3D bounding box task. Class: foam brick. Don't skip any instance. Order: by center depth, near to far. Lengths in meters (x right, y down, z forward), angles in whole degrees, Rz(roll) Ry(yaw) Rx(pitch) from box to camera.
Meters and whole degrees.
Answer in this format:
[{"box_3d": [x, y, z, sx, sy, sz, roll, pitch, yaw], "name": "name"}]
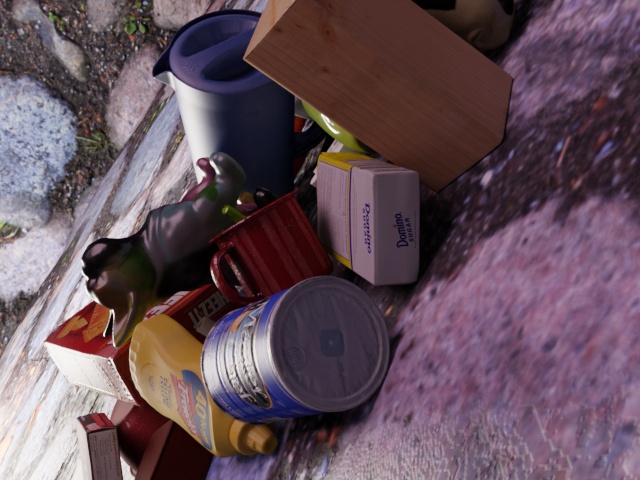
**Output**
[{"box_3d": [-0.144, 0.223, 1.038, 0.053, 0.051, 0.078, -40, 24, 46], "name": "foam brick"}]

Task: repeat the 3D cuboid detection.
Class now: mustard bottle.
[{"box_3d": [-0.103, 0.144, 0.977, 0.192, 0.058, 0.096, 27, 127, 44], "name": "mustard bottle"}]

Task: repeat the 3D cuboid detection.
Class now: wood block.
[{"box_3d": [0.052, -0.144, 0.896, 0.090, 0.206, 0.090, -40, 25, 44], "name": "wood block"}]

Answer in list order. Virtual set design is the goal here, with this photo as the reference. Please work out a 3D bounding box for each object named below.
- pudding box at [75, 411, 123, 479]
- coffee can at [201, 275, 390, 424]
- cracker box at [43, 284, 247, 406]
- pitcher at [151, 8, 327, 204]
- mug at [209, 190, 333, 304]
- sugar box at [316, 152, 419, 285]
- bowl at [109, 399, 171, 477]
[{"box_3d": [-0.240, 0.252, 1.171, 0.090, 0.039, 0.113, -176, 77, -71], "name": "pudding box"}, {"box_3d": [-0.023, 0.092, 0.859, 0.141, 0.102, 0.102, -26, 35, 59], "name": "coffee can"}, {"box_3d": [-0.202, 0.100, 1.215, 0.164, 0.072, 0.214, -39, 21, -27], "name": "cracker box"}, {"box_3d": [-0.077, -0.122, 1.174, 0.144, 0.149, 0.243, -47, -27, -30], "name": "pitcher"}, {"box_3d": [-0.048, 0.017, 0.958, 0.117, 0.081, 0.093, -31, 2, -43], "name": "mug"}, {"box_3d": [0.039, -0.023, 0.928, 0.176, 0.048, 0.093, -149, 56, -70], "name": "sugar box"}, {"box_3d": [-0.196, 0.189, 1.230, 0.162, 0.055, 0.162, -49, 20, 24], "name": "bowl"}]
